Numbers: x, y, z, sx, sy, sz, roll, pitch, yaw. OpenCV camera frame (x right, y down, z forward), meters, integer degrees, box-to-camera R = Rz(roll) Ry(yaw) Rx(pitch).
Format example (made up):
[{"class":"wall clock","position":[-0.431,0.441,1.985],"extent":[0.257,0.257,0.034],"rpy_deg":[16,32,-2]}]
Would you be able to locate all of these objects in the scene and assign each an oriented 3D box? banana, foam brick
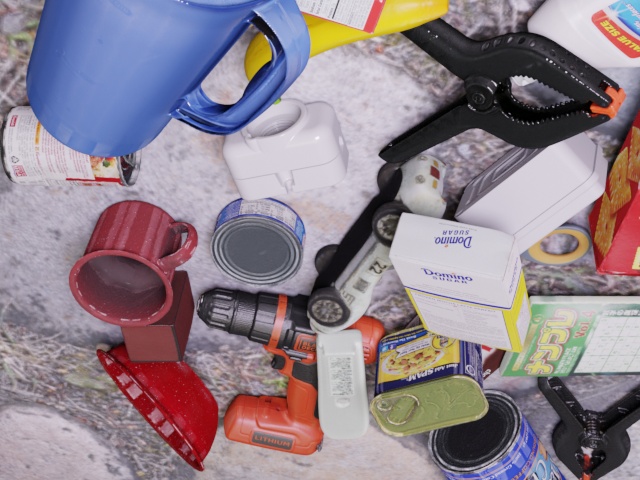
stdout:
[{"class":"banana","position":[0.003,-0.152,0.798],"extent":[0.069,0.037,0.198],"rpy_deg":[4,164,-43]},{"class":"foam brick","position":[-0.154,0.072,1.018],"extent":[0.053,0.078,0.051],"rpy_deg":[-2,130,6]}]

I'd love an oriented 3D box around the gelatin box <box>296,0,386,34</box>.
[{"class":"gelatin box","position":[0.005,-0.182,0.688],"extent":[0.089,0.030,0.073],"rpy_deg":[16,133,-6]}]

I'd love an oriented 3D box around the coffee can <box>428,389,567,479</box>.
[{"class":"coffee can","position":[0.187,0.237,1.102],"extent":[0.103,0.102,0.140],"rpy_deg":[-21,125,23]}]

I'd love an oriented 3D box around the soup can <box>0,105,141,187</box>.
[{"class":"soup can","position":[-0.209,-0.080,0.899],"extent":[0.102,0.068,0.068],"rpy_deg":[1,131,6]}]

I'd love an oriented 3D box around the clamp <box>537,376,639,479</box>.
[{"class":"clamp","position":[0.270,0.189,1.093],"extent":[0.120,0.039,0.171],"rpy_deg":[15,134,10]}]

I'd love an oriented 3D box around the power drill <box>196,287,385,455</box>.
[{"class":"power drill","position":[-0.044,0.130,1.068],"extent":[0.184,0.057,0.188],"rpy_deg":[14,131,-5]}]

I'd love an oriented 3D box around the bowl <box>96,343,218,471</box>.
[{"class":"bowl","position":[-0.153,0.154,1.072],"extent":[0.162,0.055,0.162],"rpy_deg":[42,160,18]}]

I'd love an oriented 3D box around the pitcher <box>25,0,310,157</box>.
[{"class":"pitcher","position":[-0.109,-0.140,0.692],"extent":[0.144,0.149,0.243],"rpy_deg":[6,158,-24]}]

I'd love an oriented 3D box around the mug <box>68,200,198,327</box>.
[{"class":"mug","position":[-0.162,0.014,0.965],"extent":[0.117,0.081,0.093],"rpy_deg":[-21,125,23]}]

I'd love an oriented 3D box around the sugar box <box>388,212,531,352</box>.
[{"class":"sugar box","position":[0.119,0.037,0.877],"extent":[0.093,0.048,0.176],"rpy_deg":[12,158,19]}]

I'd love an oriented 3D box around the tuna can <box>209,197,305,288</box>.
[{"class":"tuna can","position":[-0.056,0.001,0.973],"extent":[0.086,0.033,0.086],"rpy_deg":[3,131,4]}]

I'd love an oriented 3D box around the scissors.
[{"class":"scissors","position":[0.155,0.010,0.965],"extent":[0.202,0.016,0.096],"rpy_deg":[-31,116,28]}]

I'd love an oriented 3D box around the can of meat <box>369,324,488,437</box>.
[{"class":"can of meat","position":[0.098,0.122,0.972],"extent":[0.102,0.084,0.057],"rpy_deg":[-17,125,19]}]

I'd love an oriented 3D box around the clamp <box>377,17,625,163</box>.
[{"class":"clamp","position":[0.122,-0.109,0.812],"extent":[0.210,0.036,0.164],"rpy_deg":[17,137,23]}]
